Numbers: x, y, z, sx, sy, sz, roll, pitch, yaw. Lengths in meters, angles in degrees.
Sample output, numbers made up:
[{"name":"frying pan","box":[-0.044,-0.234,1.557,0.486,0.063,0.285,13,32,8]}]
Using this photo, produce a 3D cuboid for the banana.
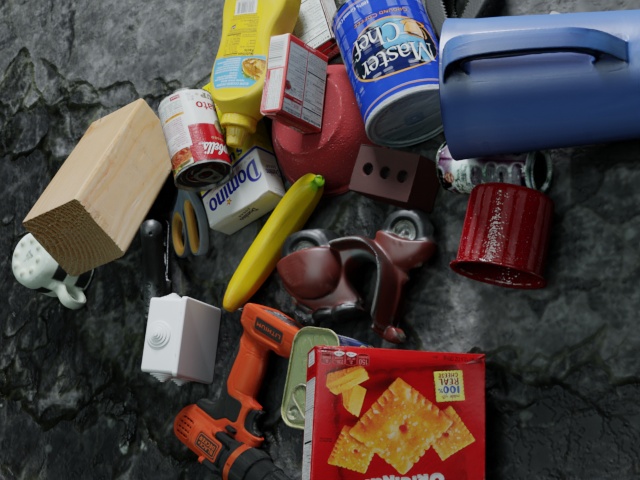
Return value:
[{"name":"banana","box":[-0.050,-0.006,1.188,0.037,0.069,0.198,37,113,6]}]

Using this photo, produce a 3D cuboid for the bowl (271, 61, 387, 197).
[{"name":"bowl","box":[0.001,-0.132,1.192,0.162,0.055,0.162,-11,71,33]}]

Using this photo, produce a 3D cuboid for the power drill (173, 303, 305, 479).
[{"name":"power drill","box":[-0.064,0.176,1.150,0.185,0.057,0.188,29,94,37]}]

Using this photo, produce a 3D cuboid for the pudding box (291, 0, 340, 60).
[{"name":"pudding box","box":[-0.023,-0.252,1.253,0.090,0.039,0.113,-28,64,26]}]

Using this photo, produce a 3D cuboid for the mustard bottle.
[{"name":"mustard bottle","box":[-0.080,-0.199,1.214,0.096,0.058,0.191,4,80,37]}]

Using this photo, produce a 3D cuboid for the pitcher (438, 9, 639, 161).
[{"name":"pitcher","box":[0.228,-0.147,0.955,0.243,0.145,0.149,-3,30,19]}]

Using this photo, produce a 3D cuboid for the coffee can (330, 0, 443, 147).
[{"name":"coffee can","box":[0.078,-0.184,1.121,0.103,0.102,0.140,-30,62,25]}]

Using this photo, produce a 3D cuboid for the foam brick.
[{"name":"foam brick","box":[0.080,-0.065,1.119,0.078,0.051,0.053,14,86,37]}]

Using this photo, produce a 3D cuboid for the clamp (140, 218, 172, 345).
[{"name":"clamp","box":[-0.193,0.052,1.248,0.039,0.120,0.171,-3,83,2]}]

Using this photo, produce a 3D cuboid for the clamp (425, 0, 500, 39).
[{"name":"clamp","box":[0.149,-0.298,1.144,0.165,0.036,0.210,8,85,46]}]

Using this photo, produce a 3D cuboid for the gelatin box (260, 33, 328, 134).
[{"name":"gelatin box","box":[-0.027,-0.166,1.139,0.030,0.073,0.089,-1,77,36]}]

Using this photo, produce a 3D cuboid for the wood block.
[{"name":"wood block","box":[-0.253,-0.065,1.265,0.091,0.090,0.206,-22,30,30]}]

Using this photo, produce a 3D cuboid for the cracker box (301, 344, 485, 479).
[{"name":"cracker box","box":[0.067,0.208,0.989,0.164,0.072,0.213,4,75,-7]}]

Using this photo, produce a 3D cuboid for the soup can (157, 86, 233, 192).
[{"name":"soup can","box":[-0.145,-0.116,1.224,0.069,0.068,0.102,-29,64,26]}]

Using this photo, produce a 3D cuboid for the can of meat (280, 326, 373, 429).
[{"name":"can of meat","box":[0.012,0.145,1.089,0.058,0.083,0.102,3,79,35]}]

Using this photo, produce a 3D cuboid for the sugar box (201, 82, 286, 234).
[{"name":"sugar box","box":[-0.106,-0.106,1.265,0.093,0.048,0.176,-30,61,25]}]

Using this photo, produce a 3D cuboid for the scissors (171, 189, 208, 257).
[{"name":"scissors","box":[-0.170,-0.067,1.289,0.096,0.016,0.202,-47,52,51]}]

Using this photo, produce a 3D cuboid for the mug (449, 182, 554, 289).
[{"name":"mug","box":[0.172,-0.004,1.024,0.117,0.093,0.081,159,127,-69]}]
